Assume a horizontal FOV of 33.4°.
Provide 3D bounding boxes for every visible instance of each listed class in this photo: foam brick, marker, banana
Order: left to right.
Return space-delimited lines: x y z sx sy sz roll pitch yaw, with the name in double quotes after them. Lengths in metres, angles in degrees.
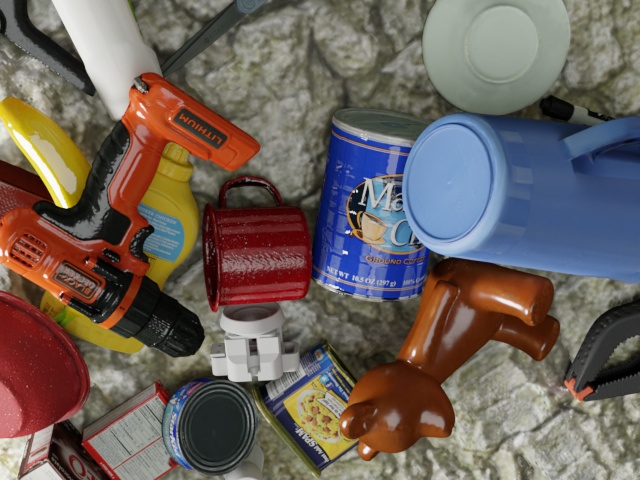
-0.256 -0.029 0.882 0.078 0.051 0.053 24 104 -16 "foam brick"
-0.201 -0.020 0.845 0.069 0.037 0.198 -10 107 -8 "banana"
0.251 -0.104 0.954 0.121 0.020 0.020 17 106 -14 "marker"

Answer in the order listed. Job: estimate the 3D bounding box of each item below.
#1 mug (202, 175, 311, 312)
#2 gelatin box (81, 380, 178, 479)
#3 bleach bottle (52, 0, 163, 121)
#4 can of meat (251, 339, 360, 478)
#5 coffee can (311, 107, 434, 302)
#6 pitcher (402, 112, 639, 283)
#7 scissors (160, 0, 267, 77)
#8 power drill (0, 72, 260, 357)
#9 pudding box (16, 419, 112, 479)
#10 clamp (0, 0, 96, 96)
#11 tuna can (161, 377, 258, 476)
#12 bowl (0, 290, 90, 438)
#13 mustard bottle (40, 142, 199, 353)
-0.056 0.001 0.914 0.081 0.093 0.117 -3 73 -13 "mug"
-0.163 0.183 0.983 0.089 0.030 0.073 -34 110 1 "gelatin box"
-0.174 -0.185 0.812 0.068 0.102 0.251 -21 111 0 "bleach bottle"
0.000 0.154 0.986 0.084 0.057 0.102 -36 111 2 "can of meat"
0.050 -0.032 0.903 0.102 0.103 0.140 6 108 -11 "coffee can"
0.192 -0.041 0.853 0.242 0.145 0.149 4 103 -39 "pitcher"
-0.061 -0.216 0.867 0.202 0.016 0.096 -25 110 0 "scissors"
-0.128 -0.018 0.814 0.184 0.057 0.187 34 93 -25 "power drill"
-0.219 0.219 0.955 0.039 0.090 0.113 -35 110 4 "pudding box"
-0.251 -0.169 0.842 0.120 0.039 0.171 -16 111 -14 "clamp"
-0.100 0.168 0.965 0.085 0.034 0.086 1 88 -37 "tuna can"
-0.277 0.114 0.889 0.162 0.055 0.162 10 130 12 "bowl"
-0.157 -0.004 0.903 0.096 0.058 0.192 25 104 -11 "mustard bottle"
